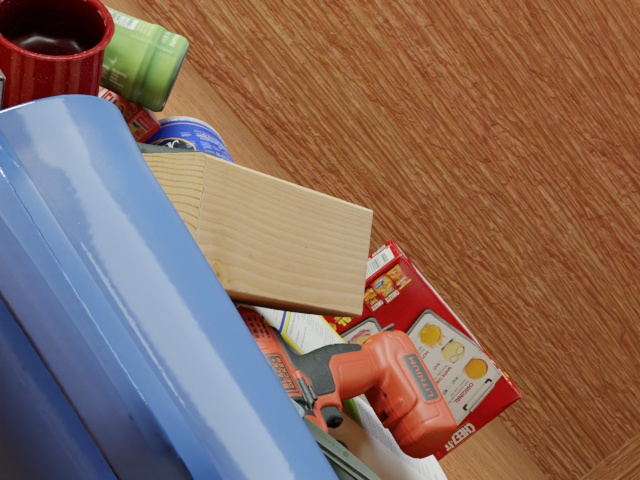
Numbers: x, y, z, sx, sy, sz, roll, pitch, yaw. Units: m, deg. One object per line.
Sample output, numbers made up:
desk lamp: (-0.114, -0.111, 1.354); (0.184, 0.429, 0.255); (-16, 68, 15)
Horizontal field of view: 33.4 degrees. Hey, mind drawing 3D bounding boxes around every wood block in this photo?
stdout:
wood block: (-0.056, 0.001, 0.799); (0.090, 0.091, 0.205); (3, -7, 36)

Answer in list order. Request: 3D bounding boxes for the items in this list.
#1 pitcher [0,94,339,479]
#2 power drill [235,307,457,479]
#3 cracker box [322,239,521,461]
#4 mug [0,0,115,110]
pitcher: (-0.069, 0.074, 0.383); (0.243, 0.145, 0.149); (54, 28, 10)
power drill: (0.018, 0.131, 0.794); (0.187, 0.057, 0.184); (6, 48, -47)
cracker box: (0.080, 0.129, 1.131); (0.213, 0.164, 0.072); (49, 7, -17)
mug: (-0.218, -0.136, 0.805); (0.082, 0.117, 0.093); (110, -21, -46)
